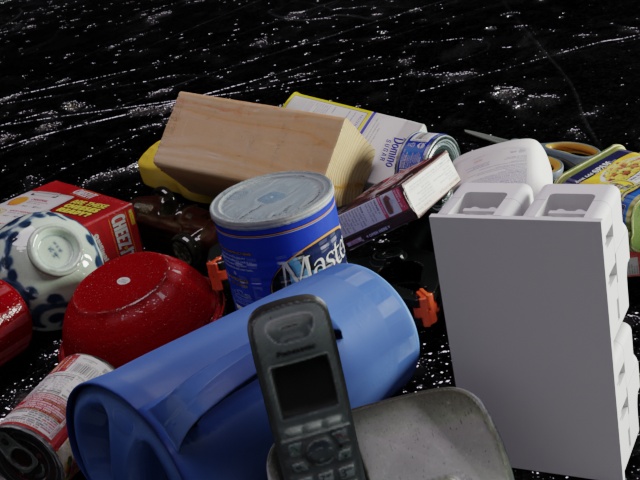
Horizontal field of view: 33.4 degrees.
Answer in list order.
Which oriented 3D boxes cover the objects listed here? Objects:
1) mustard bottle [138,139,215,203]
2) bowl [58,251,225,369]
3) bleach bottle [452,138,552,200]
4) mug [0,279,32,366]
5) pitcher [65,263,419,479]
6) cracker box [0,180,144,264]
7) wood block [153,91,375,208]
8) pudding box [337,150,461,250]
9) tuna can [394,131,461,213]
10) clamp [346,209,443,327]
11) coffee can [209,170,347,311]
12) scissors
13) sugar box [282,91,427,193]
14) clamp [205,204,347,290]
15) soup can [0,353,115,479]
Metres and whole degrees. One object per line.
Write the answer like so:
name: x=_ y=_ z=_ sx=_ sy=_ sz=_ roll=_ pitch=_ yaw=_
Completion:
mustard bottle: x=-0.132 y=-0.083 z=1.274 sx=0.096 sy=0.058 sz=0.192 roll=-29 pitch=29 yaw=-30
bowl: x=-0.170 y=0.058 z=0.963 sx=0.162 sy=0.055 sz=0.162 roll=-14 pitch=31 yaw=8
bleach bottle: x=0.159 y=-0.006 z=0.972 sx=0.103 sy=0.068 sz=0.250 roll=-16 pitch=26 yaw=22
mug: x=-0.323 y=0.089 z=0.972 sx=0.117 sy=0.093 sz=0.081 roll=-40 pitch=-1 yaw=37
pitcher: x=-0.040 y=0.102 z=0.738 sx=0.149 sy=0.145 sz=0.242 roll=10 pitch=29 yaw=45
cracker box: x=-0.321 y=0.017 z=1.130 sx=0.213 sy=0.072 sz=0.164 roll=-29 pitch=30 yaw=-35
wood block: x=-0.060 y=-0.088 z=1.135 sx=0.206 sy=0.090 sz=0.090 roll=13 pitch=77 yaw=28
pudding box: x=0.070 y=-0.038 z=1.001 sx=0.090 sy=0.039 sz=0.113 roll=-26 pitch=8 yaw=34
tuna can: x=0.112 y=-0.069 z=1.099 sx=0.034 sy=0.086 sz=0.086 roll=9 pitch=32 yaw=35
clamp: x=0.072 y=0.023 z=0.978 sx=0.164 sy=0.036 sz=0.210 roll=-20 pitch=22 yaw=-16
coffee can: x=-0.027 y=0.025 z=0.892 sx=0.103 sy=0.140 sz=0.103 roll=-10 pitch=24 yaw=4
scissors: x=0.216 y=-0.097 z=1.197 sx=0.202 sy=0.016 sz=0.096 roll=13 pitch=34 yaw=43
sugar box: x=0.024 y=-0.104 z=1.192 sx=0.176 sy=0.048 sz=0.093 roll=20 pitch=65 yaw=27
clamp: x=-0.057 y=0.001 z=1.022 sx=0.120 sy=0.039 sz=0.171 roll=-4 pitch=16 yaw=46
soup can: x=-0.198 y=0.140 z=0.811 sx=0.069 sy=0.068 sz=0.102 roll=-1 pitch=26 yaw=23
